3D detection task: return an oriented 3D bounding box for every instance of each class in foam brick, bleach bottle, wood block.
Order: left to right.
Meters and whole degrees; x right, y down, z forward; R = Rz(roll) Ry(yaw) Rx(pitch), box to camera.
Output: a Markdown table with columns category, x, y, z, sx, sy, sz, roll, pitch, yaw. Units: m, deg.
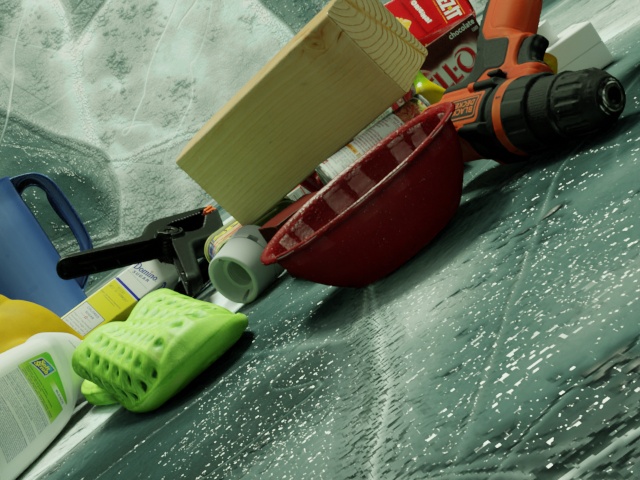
| category | x | y | z | sx | sy | sz | roll | pitch | yaw |
| --- | --- | --- | --- | --- | --- | --- | --- | --- | --- |
| bleach bottle | -0.259 | 0.148 | 0.905 | 0.068 | 0.102 | 0.250 | -22 | 6 | 26 |
| wood block | -0.019 | -0.114 | 0.915 | 0.206 | 0.090 | 0.090 | -39 | 13 | 34 |
| foam brick | -0.009 | -0.004 | 0.851 | 0.051 | 0.053 | 0.078 | -37 | 8 | -11 |

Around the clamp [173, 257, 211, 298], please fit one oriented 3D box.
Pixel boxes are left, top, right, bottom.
| category | x | y | z | sx | sy | sz | roll | pitch | yaw |
| --- | --- | --- | --- | --- | --- | --- | --- | --- | --- |
| clamp | -0.111 | 0.013 | 1.237 | 0.120 | 0.039 | 0.171 | -29 | 11 | 10 |

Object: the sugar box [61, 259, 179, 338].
| category | x | y | z | sx | sy | sz | roll | pitch | yaw |
| --- | --- | --- | --- | --- | --- | --- | --- | --- | --- |
| sugar box | -0.235 | 0.089 | 1.184 | 0.176 | 0.048 | 0.093 | -37 | -17 | -28 |

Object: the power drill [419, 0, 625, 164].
| category | x | y | z | sx | sy | sz | roll | pitch | yaw |
| --- | --- | --- | --- | --- | --- | --- | --- | --- | --- |
| power drill | 0.147 | -0.142 | 0.717 | 0.185 | 0.057 | 0.187 | -4 | 62 | 59 |

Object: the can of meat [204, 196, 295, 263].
| category | x | y | z | sx | sy | sz | roll | pitch | yaw |
| --- | --- | --- | --- | --- | --- | --- | --- | --- | --- |
| can of meat | -0.057 | 0.001 | 1.012 | 0.102 | 0.057 | 0.084 | -37 | 11 | -5 |

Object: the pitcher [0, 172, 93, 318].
| category | x | y | z | sx | sy | sz | roll | pitch | yaw |
| --- | --- | --- | --- | --- | --- | --- | --- | --- | --- |
| pitcher | -0.345 | 0.049 | 1.255 | 0.149 | 0.243 | 0.144 | -30 | 9 | 32 |

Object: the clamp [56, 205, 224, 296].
| category | x | y | z | sx | sy | sz | roll | pitch | yaw |
| --- | --- | --- | --- | --- | --- | --- | --- | --- | --- |
| clamp | -0.172 | 0.006 | 1.149 | 0.165 | 0.036 | 0.209 | 4 | 21 | 14 |

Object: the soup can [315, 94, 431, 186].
| category | x | y | z | sx | sy | sz | roll | pitch | yaw |
| --- | --- | --- | --- | --- | --- | --- | --- | --- | --- |
| soup can | 0.055 | -0.061 | 0.857 | 0.102 | 0.068 | 0.068 | -36 | 8 | -1 |

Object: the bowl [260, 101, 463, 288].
| category | x | y | z | sx | sy | sz | roll | pitch | yaw |
| --- | --- | --- | --- | --- | --- | --- | --- | --- | --- |
| bowl | 0.039 | -0.019 | 0.696 | 0.162 | 0.055 | 0.162 | -39 | 10 | 8 |

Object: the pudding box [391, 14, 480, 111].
| category | x | y | z | sx | sy | sz | roll | pitch | yaw |
| --- | --- | --- | --- | --- | --- | --- | --- | --- | --- |
| pudding box | 0.119 | -0.141 | 0.985 | 0.113 | 0.090 | 0.039 | -38 | 8 | -24 |
